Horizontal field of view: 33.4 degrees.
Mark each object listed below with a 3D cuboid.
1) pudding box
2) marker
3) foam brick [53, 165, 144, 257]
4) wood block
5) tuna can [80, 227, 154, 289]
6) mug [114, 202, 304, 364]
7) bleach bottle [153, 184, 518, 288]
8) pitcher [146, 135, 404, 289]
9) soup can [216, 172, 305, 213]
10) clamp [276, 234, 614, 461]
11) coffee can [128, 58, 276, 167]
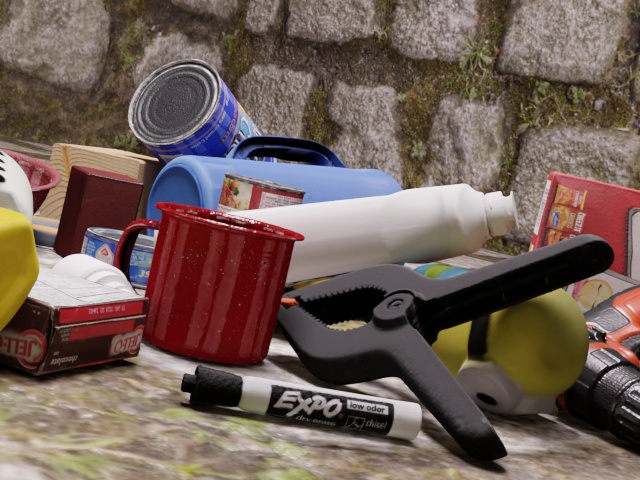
[{"bbox_3d":[-0.159,0.034,0.551,0.114,0.039,0.090,16,5,21],"label":"pudding box"},{"bbox_3d":[-0.009,0.080,0.526,0.121,0.020,0.020,12,4,-14],"label":"marker"},{"bbox_3d":[-0.191,-0.020,0.918,0.051,0.078,0.053,11,7,-31],"label":"foam brick"},{"bbox_3d":[-0.215,-0.047,1.120,0.090,0.091,0.206,12,4,3],"label":"wood block"},{"bbox_3d":[-0.151,0.015,0.866,0.086,0.034,0.086,13,4,-1],"label":"tuna can"},{"bbox_3d":[-0.074,0.024,0.652,0.117,0.081,0.093,14,4,16],"label":"mug"},{"bbox_3d":[0.015,-0.002,0.770,0.251,0.068,0.102,-9,-2,14],"label":"bleach bottle"},{"bbox_3d":[-0.043,-0.024,1.022,0.242,0.145,0.149,6,11,-41],"label":"pitcher"},{"bbox_3d":[-0.056,0.001,0.873,0.068,0.102,0.068,13,4,-1],"label":"soup can"},{"bbox_3d":[0.050,0.057,0.620,0.210,0.036,0.164,-3,36,34],"label":"clamp"},{"bbox_3d":[-0.118,-0.104,1.096,0.103,0.102,0.140,15,-21,30],"label":"coffee can"}]
